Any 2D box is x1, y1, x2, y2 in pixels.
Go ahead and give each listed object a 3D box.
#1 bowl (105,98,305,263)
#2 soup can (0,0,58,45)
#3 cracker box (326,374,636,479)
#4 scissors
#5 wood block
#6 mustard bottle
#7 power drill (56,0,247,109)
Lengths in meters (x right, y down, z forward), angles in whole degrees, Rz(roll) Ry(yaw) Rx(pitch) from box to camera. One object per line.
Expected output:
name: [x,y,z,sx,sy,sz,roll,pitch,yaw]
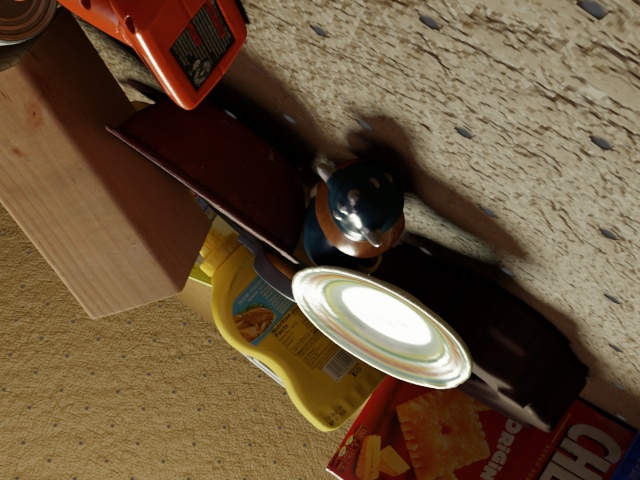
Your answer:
bowl: [-0.066,-0.051,0.733,0.162,0.055,0.162,36,178,1]
soup can: [-0.221,-0.164,0.709,0.068,0.068,0.102,41,168,-30]
cracker box: [0.135,0.183,0.890,0.214,0.164,0.072,30,171,27]
scissors: [-0.055,0.001,0.810,0.202,0.016,0.096,36,-173,22]
wood block: [-0.178,-0.053,0.790,0.090,0.090,0.206,-17,122,25]
mustard bottle: [-0.031,0.059,0.870,0.191,0.096,0.058,44,165,0]
power drill: [-0.134,-0.151,0.530,0.188,0.057,0.184,34,174,18]
